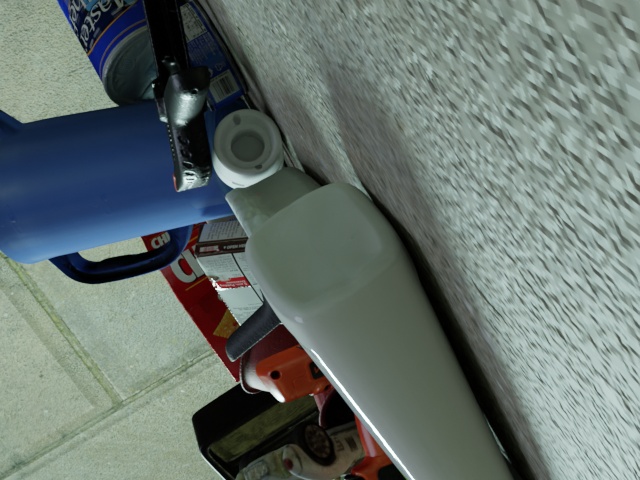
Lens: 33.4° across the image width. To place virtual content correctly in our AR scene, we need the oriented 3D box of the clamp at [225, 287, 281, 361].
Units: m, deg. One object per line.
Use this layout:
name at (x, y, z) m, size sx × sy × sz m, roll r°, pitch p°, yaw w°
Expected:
clamp at (-0.007, 0.058, 0.876) m, size 0.039 × 0.120 × 0.172 m, roll -72°, pitch 1°, yaw -49°

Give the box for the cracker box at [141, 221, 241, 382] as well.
cracker box at (-0.084, 0.040, 1.242) m, size 0.213 × 0.164 × 0.072 m, roll 61°, pitch 175°, yaw -35°

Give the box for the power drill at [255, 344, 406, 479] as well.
power drill at (0.021, 0.163, 0.776) m, size 0.187 × 0.184 × 0.057 m, roll 69°, pitch 165°, yaw -5°

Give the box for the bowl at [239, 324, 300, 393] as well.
bowl at (-0.015, 0.092, 1.072) m, size 0.055 × 0.162 × 0.162 m, roll 25°, pitch 163°, yaw 21°

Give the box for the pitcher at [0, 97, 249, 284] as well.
pitcher at (-0.173, -0.052, 0.964) m, size 0.149 × 0.243 × 0.145 m, roll 30°, pitch -126°, yaw -63°

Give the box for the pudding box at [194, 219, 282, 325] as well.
pudding box at (-0.047, 0.028, 0.929) m, size 0.113 × 0.090 × 0.039 m, roll 60°, pitch -149°, yaw -46°

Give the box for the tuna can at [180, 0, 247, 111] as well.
tuna can at (-0.094, -0.147, 0.853) m, size 0.086 × 0.033 × 0.086 m, roll 59°, pitch 177°, yaw 5°

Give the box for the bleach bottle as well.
bleach bottle at (0.054, 0.093, 0.554) m, size 0.250 × 0.068 × 0.103 m, roll 59°, pitch 178°, yaw -30°

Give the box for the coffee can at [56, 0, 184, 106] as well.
coffee can at (-0.177, -0.205, 0.986) m, size 0.140 × 0.103 × 0.103 m, roll 58°, pitch 177°, yaw 28°

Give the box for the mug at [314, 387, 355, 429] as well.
mug at (0.036, 0.147, 1.009) m, size 0.081 × 0.093 × 0.117 m, roll -117°, pitch 11°, yaw -58°

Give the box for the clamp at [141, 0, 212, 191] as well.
clamp at (-0.098, -0.099, 0.757) m, size 0.210 × 0.036 × 0.164 m, roll 88°, pitch 166°, yaw -48°
